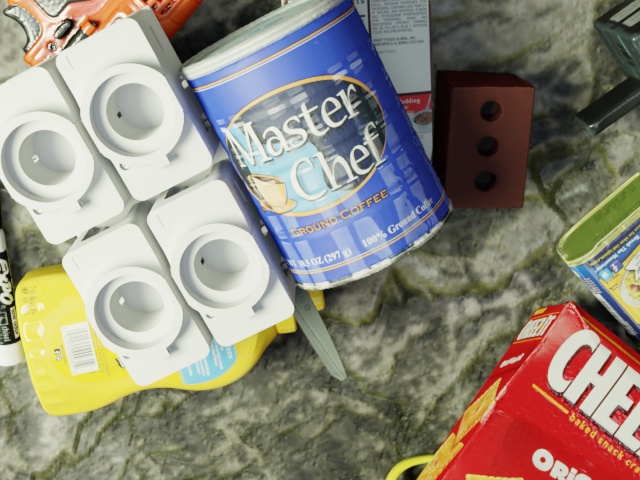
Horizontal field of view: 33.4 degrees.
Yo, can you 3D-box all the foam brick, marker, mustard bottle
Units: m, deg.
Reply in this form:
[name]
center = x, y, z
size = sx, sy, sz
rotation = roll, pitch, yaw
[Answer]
[foam brick]
center = 0.100, -0.064, 0.670
size = 0.053, 0.051, 0.078
rotation = 0, 108, -4
[marker]
center = -0.211, 0.023, 0.697
size = 0.020, 0.020, 0.121
rotation = -4, 108, -3
[mustard bottle]
center = -0.092, 0.051, 0.693
size = 0.191, 0.058, 0.096
rotation = -10, 103, 0

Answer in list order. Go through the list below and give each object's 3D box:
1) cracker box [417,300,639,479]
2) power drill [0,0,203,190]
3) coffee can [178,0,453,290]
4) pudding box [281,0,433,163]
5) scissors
[cracker box]
center = 0.154, 0.172, 0.684
size = 0.164, 0.072, 0.213
rotation = 39, 78, -1
[power drill]
center = -0.187, -0.143, 0.625
size = 0.187, 0.057, 0.184
rotation = 40, 101, -17
[coffee can]
center = -0.001, -0.058, 0.598
size = 0.103, 0.103, 0.140
rotation = -26, 106, 5
[pudding box]
center = 0.024, -0.100, 0.661
size = 0.090, 0.039, 0.113
rotation = -4, 107, -1
[scissors]
center = -0.054, 0.001, 0.661
size = 0.096, 0.016, 0.202
rotation = -14, 86, -9
